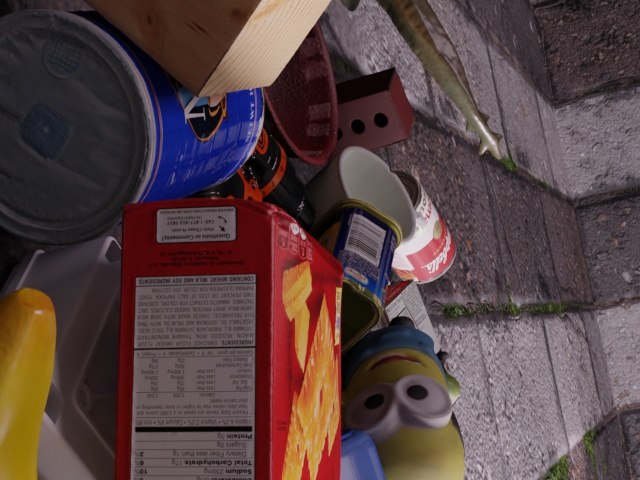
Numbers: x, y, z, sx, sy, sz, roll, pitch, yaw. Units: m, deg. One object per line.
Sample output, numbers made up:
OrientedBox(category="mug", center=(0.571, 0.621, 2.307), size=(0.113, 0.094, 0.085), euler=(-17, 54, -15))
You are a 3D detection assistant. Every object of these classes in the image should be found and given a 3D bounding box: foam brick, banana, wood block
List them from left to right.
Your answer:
OrientedBox(category="banana", center=(-0.114, 0.102, 0.418), size=(0.037, 0.069, 0.198), euler=(46, -26, 45))
OrientedBox(category="wood block", center=(-0.090, -0.166, 0.480), size=(0.206, 0.090, 0.090), euler=(40, 20, 7))
OrientedBox(category="foam brick", center=(0.037, -0.113, 0.952), size=(0.053, 0.078, 0.051), euler=(64, 24, -26))

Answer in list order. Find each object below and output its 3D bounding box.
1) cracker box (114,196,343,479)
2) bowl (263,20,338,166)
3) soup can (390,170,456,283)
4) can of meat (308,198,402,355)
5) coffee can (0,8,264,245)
OrientedBox(category="cracker box", center=(-0.031, 0.101, 0.473), size=(0.164, 0.072, 0.214), euler=(46, 43, -75))
OrientedBox(category="bowl", center=(-0.042, -0.127, 0.782), size=(0.162, 0.055, 0.162), euler=(-13, 90, -70))
OrientedBox(category="soup can", center=(0.082, -0.013, 1.026), size=(0.102, 0.069, 0.068), euler=(52, 32, -48))
OrientedBox(category="can of meat", center=(0.008, 0.034, 0.756), size=(0.057, 0.102, 0.084), euler=(32, 40, -14))
OrientedBox(category="coffee can", center=(-0.099, -0.062, 0.524), size=(0.140, 0.103, 0.103), euler=(-35, 111, -68))
